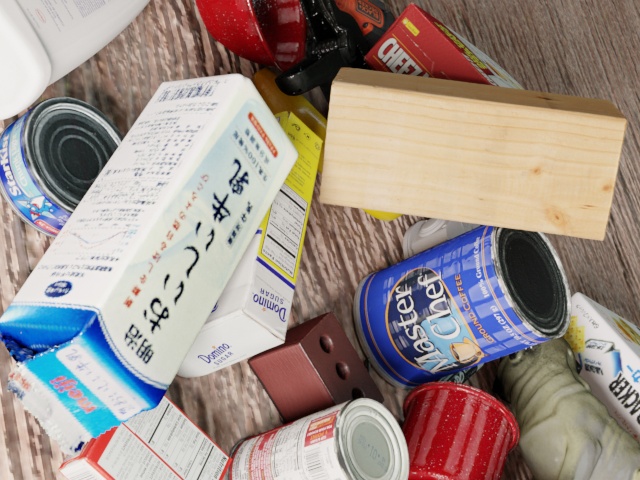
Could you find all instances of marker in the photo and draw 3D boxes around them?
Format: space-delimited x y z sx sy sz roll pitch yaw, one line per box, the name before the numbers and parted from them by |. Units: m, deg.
marker | 0.106 0.122 0.899 0.120 0.020 0.020 -29 92 -54

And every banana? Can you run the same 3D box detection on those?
banana | 0.016 -0.068 0.896 0.197 0.037 0.070 38 14 -34

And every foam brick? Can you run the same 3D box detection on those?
foam brick | -0.002 0.099 0.754 0.078 0.051 0.052 59 36 -6

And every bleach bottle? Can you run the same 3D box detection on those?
bleach bottle | -0.159 -0.173 0.722 0.102 0.068 0.250 55 35 -10

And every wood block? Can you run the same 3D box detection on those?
wood block | 0.109 -0.068 0.790 0.090 0.206 0.090 -68 165 -72

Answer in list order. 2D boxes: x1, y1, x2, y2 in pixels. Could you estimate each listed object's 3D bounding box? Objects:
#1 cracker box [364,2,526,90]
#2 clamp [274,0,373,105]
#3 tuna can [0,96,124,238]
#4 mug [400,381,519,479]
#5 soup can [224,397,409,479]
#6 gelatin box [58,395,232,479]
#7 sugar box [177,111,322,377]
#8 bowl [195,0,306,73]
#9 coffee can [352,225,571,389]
cracker box | 0.149 -0.112 0.958 0.164 0.072 0.213 50 18 20
clamp | 0.007 -0.151 0.875 0.209 0.036 0.164 48 38 -56
tuna can | -0.158 -0.046 0.668 0.086 0.034 0.086 28 49 -38
mug | 0.096 0.175 0.810 0.117 0.093 0.081 82 25 -42
soup can | -0.003 0.146 0.683 0.068 0.102 0.068 28 49 -38
gelatin box | -0.102 0.133 0.632 0.089 0.030 0.073 49 38 -19
sugar box | -0.055 0.001 0.716 0.048 0.094 0.176 37 45 -33
bowl | -0.061 -0.205 0.836 0.162 0.055 0.162 -8 90 -74
coffee can | 0.111 0.050 0.846 0.102 0.141 0.103 28 49 -38
